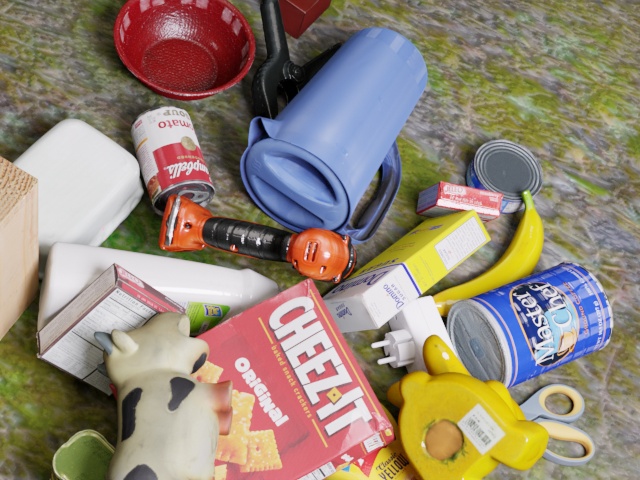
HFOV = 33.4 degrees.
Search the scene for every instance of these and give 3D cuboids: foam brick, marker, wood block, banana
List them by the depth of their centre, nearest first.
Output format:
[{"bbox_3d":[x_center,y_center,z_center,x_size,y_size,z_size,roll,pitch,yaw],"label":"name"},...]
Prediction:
[{"bbox_3d":[-0.316,0.008,0.964,0.091,0.206,0.090,30,57,4],"label":"wood block"},{"bbox_3d":[0.194,0.031,1.184,0.069,0.037,0.197,42,63,3],"label":"banana"},{"bbox_3d":[-0.125,-0.255,1.281,0.020,0.020,0.121,-34,73,-29],"label":"marker"},{"bbox_3d":[-0.024,-0.298,1.314,0.053,0.051,0.078,37,58,7],"label":"foam brick"}]

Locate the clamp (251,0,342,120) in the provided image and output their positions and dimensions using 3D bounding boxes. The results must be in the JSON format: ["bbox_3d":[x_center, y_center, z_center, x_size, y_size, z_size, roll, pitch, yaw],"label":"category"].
[{"bbox_3d":[-0.029,-0.193,1.249,0.120,0.039,0.171,19,69,-27],"label":"clamp"}]

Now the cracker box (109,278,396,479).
[{"bbox_3d":[-0.063,0.158,0.984,0.213,0.072,0.164,-28,69,-3],"label":"cracker box"}]

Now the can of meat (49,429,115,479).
[{"bbox_3d":[-0.193,0.224,0.942,0.102,0.084,0.057,42,58,11],"label":"can of meat"}]

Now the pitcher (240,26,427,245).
[{"bbox_3d":[0.031,-0.121,1.190,0.145,0.149,0.242,23,53,16],"label":"pitcher"}]

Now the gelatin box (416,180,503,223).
[{"bbox_3d":[0.153,-0.041,1.186,0.073,0.089,0.030,11,82,-8],"label":"gelatin box"}]

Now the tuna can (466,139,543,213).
[{"bbox_3d":[0.216,-0.075,1.256,0.086,0.034,0.086,7,59,-11],"label":"tuna can"}]

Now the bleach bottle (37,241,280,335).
[{"bbox_3d":[-0.145,0.060,1.055,0.250,0.103,0.068,8,54,-18],"label":"bleach bottle"}]

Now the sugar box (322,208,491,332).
[{"bbox_3d":[0.087,0.032,1.121,0.176,0.093,0.048,-33,99,-30],"label":"sugar box"}]

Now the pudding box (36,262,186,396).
[{"bbox_3d":[-0.193,0.084,0.990,0.090,0.114,0.039,38,19,-33],"label":"pudding box"}]

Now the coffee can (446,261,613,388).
[{"bbox_3d":[0.219,0.091,1.119,0.140,0.103,0.103,-18,66,-24],"label":"coffee can"}]

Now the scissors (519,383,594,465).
[{"bbox_3d":[0.196,0.172,1.117,0.201,0.016,0.096,24,55,0],"label":"scissors"}]

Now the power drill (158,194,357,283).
[{"bbox_3d":[-0.057,0.001,1.085,0.188,0.184,0.057,10,87,10],"label":"power drill"}]

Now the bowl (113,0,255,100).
[{"bbox_3d":[-0.159,-0.216,1.228,0.162,0.055,0.162,7,59,-11],"label":"bowl"}]

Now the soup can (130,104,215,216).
[{"bbox_3d":[-0.159,-0.085,1.142,0.068,0.069,0.102,-11,64,-20],"label":"soup can"}]

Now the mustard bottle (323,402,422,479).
[{"bbox_3d":[0.040,0.203,1.031,0.192,0.058,0.096,45,58,13],"label":"mustard bottle"}]
